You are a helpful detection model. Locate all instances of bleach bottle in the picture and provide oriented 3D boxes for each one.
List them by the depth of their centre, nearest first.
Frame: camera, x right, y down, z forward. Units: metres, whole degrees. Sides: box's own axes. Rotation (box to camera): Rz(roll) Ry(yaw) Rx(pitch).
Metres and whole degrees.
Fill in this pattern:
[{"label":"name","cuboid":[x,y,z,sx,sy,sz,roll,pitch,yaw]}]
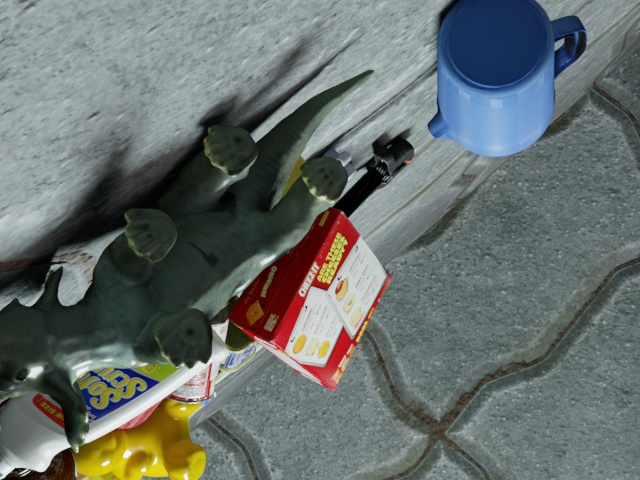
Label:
[{"label":"bleach bottle","cuboid":[-0.217,0.149,1.044,0.250,0.102,0.068,-39,-179,-6]}]

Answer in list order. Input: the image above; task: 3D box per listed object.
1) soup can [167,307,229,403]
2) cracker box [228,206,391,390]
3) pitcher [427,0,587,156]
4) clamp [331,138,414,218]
[{"label":"soup can","cuboid":[-0.143,0.121,1.189,0.068,0.069,0.102,-28,136,-59]},{"label":"cracker box","cuboid":[-0.006,0.065,1.242,0.164,0.072,0.213,-62,152,-11]},{"label":"pitcher","cuboid":[0.189,-0.177,1.094,0.242,0.145,0.149,32,76,-79]},{"label":"clamp","cuboid":[0.083,-0.097,1.380,0.120,0.039,0.171,-47,178,41]}]
